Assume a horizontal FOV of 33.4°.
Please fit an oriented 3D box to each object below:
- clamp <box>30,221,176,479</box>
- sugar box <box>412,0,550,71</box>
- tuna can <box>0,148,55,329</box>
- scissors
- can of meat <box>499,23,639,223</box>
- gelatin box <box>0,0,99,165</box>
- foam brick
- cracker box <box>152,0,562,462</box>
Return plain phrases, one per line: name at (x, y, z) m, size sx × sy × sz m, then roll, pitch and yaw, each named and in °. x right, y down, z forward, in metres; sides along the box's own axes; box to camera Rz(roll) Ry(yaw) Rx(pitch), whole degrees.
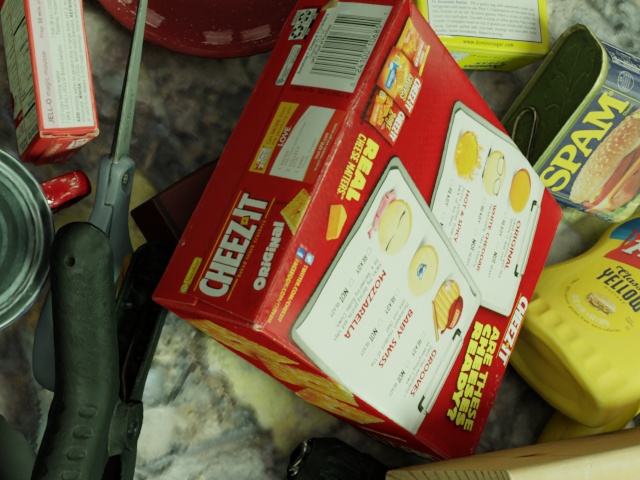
clamp at (-0.099, 0.071, 0.461) m, size 0.039 × 0.120 × 0.171 m, roll 5°, pitch 78°, yaw 15°
sugar box at (0.083, -0.194, 0.642) m, size 0.093 × 0.048 × 0.176 m, roll 0°, pitch 82°, yaw -25°
tuna can at (-0.153, 0.000, 0.435) m, size 0.086 × 0.034 × 0.086 m, roll 2°, pitch 84°, yaw -23°
scissors at (-0.103, -0.016, 0.490) m, size 0.016 × 0.096 × 0.202 m, roll 13°, pitch 117°, yaw 11°
can of meat at (0.164, -0.066, 0.637) m, size 0.083 × 0.102 × 0.057 m, roll 18°, pitch 34°, yaw -24°
gelatin box at (-0.133, -0.086, 0.522) m, size 0.030 × 0.073 × 0.089 m, roll -7°, pitch 87°, yaw -24°
foam brick at (-0.054, 0.001, 0.559) m, size 0.051 × 0.053 × 0.078 m, roll -35°, pitch 100°, yaw -23°
cracker box at (0.033, 0.004, 0.536) m, size 0.213 × 0.072 × 0.164 m, roll 41°, pitch 67°, yaw -49°
